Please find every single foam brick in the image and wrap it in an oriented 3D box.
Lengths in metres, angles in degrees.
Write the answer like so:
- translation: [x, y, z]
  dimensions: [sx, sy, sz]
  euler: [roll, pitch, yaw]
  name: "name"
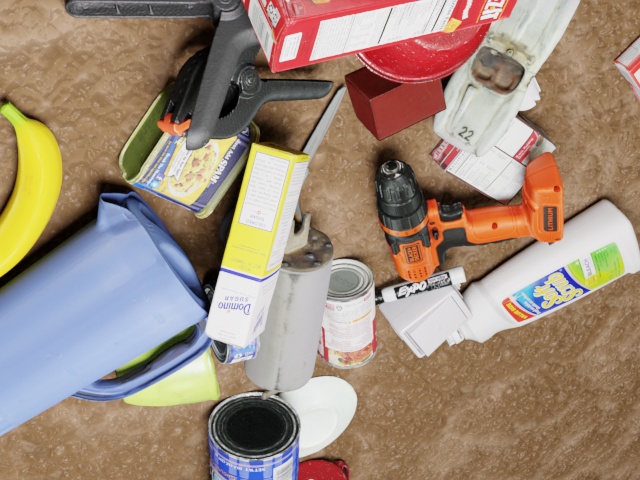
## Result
- translation: [0.072, -0.141, 1.018]
  dimensions: [0.078, 0.053, 0.051]
  euler: [-26, 133, -10]
  name: "foam brick"

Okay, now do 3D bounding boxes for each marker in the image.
- translation: [0.101, 0.052, 1.182]
  dimensions: [0.121, 0.020, 0.020]
  euler: [-16, 134, 10]
  name: "marker"

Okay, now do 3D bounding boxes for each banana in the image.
- translation: [-0.269, -0.028, 0.925]
  dimensions: [0.069, 0.037, 0.198]
  euler: [18, 114, -18]
  name: "banana"

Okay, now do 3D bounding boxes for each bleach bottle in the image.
- translation: [0.256, 0.054, 1.271]
  dimensions: [0.251, 0.068, 0.102]
  euler: [-31, 134, -2]
  name: "bleach bottle"

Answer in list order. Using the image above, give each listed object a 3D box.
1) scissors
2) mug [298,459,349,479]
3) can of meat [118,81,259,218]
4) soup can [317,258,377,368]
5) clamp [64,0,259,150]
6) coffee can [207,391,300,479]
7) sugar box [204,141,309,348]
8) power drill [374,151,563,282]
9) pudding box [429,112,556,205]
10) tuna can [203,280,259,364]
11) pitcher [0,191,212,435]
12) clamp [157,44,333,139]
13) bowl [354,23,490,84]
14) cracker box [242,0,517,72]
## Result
- translation: [-0.041, -0.061, 1.040]
  dimensions: [0.096, 0.016, 0.202]
  euler: [-4, 126, -30]
  name: "scissors"
- translation: [0.002, 0.320, 1.321]
  dimensions: [0.117, 0.093, 0.081]
  euler: [-41, 138, -41]
  name: "mug"
- translation: [-0.119, -0.081, 0.953]
  dimensions: [0.083, 0.057, 0.102]
  euler: [24, 109, -38]
  name: "can of meat"
- translation: [0.026, 0.079, 1.153]
  dimensions: [0.068, 0.069, 0.102]
  euler: [-19, 131, -16]
  name: "soup can"
- translation: [-0.075, -0.176, 0.861]
  dimensions: [0.209, 0.164, 0.036]
  euler: [-31, 169, -16]
  name: "clamp"
- translation: [-0.075, 0.257, 1.208]
  dimensions: [0.102, 0.103, 0.140]
  euler: [-13, 130, -21]
  name: "coffee can"
- translation: [-0.057, 0.001, 0.960]
  dimensions: [0.048, 0.093, 0.176]
  euler: [18, 97, 6]
  name: "sugar box"
- translation: [0.153, -0.035, 1.102]
  dimensions: [0.188, 0.057, 0.184]
  euler: [-11, 145, 6]
  name: "power drill"
- translation: [0.184, -0.096, 1.128]
  dimensions: [0.113, 0.039, 0.090]
  euler: [26, 111, -38]
  name: "pudding box"
- translation: [-0.091, 0.081, 1.074]
  dimensions: [0.033, 0.086, 0.086]
  euler: [-12, 129, -20]
  name: "tuna can"
- translation: [-0.223, 0.081, 0.969]
  dimensions: [0.243, 0.149, 0.145]
  euler: [-33, 168, 2]
  name: "pitcher"
- translation: [-0.061, -0.134, 0.916]
  dimensions: [0.171, 0.039, 0.120]
  euler: [-46, 119, -17]
  name: "clamp"
- translation: [0.097, -0.215, 0.938]
  dimensions: [0.162, 0.055, 0.162]
  euler: [-5, 106, -19]
  name: "bowl"
- translation: [0.035, -0.237, 0.839]
  dimensions: [0.213, 0.164, 0.072]
  euler: [-16, 160, -18]
  name: "cracker box"
